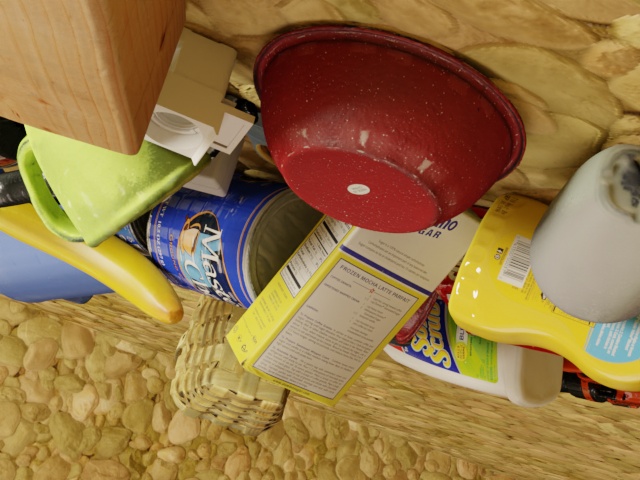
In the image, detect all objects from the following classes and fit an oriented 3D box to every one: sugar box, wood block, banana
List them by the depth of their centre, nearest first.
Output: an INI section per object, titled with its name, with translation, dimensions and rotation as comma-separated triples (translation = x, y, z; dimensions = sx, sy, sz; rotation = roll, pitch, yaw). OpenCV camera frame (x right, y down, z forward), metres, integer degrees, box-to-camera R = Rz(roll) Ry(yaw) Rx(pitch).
[wood block]
translation = -0.117, -0.118, 0.480
dimensions = 0.090, 0.091, 0.206
rotation = 18, 167, -2
[sugar box]
translation = 0.024, 0.029, 0.743
dimensions = 0.093, 0.176, 0.048
rotation = 29, -164, -36
[banana]
translation = -0.189, 0.012, 0.851
dimensions = 0.198, 0.037, 0.069
rotation = 25, -155, 6

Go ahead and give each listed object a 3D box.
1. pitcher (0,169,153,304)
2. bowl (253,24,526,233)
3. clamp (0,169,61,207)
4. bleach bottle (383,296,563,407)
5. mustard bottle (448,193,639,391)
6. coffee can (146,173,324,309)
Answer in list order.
[pitcher]
translation = -0.227, -0.016, 1.002
dimensions = 0.149, 0.145, 0.243
rotation = 11, 170, -39
[bowl]
translation = 0.030, -0.049, 0.598
dimensions = 0.162, 0.055, 0.162
rotation = 17, 157, 7
[clamp]
translation = -0.197, -0.044, 0.784
dimensions = 0.172, 0.039, 0.120
rotation = -4, -167, 27
[bleach bottle]
translation = 0.110, 0.090, 1.018
dimensions = 0.067, 0.102, 0.251
rotation = 2, -179, -41
[mustard bottle]
translation = 0.186, 0.042, 0.682
dimensions = 0.192, 0.096, 0.058
rotation = 21, 165, 24
[coffee can]
translation = -0.055, 0.001, 0.829
dimensions = 0.102, 0.103, 0.141
rotation = 28, 170, -39
